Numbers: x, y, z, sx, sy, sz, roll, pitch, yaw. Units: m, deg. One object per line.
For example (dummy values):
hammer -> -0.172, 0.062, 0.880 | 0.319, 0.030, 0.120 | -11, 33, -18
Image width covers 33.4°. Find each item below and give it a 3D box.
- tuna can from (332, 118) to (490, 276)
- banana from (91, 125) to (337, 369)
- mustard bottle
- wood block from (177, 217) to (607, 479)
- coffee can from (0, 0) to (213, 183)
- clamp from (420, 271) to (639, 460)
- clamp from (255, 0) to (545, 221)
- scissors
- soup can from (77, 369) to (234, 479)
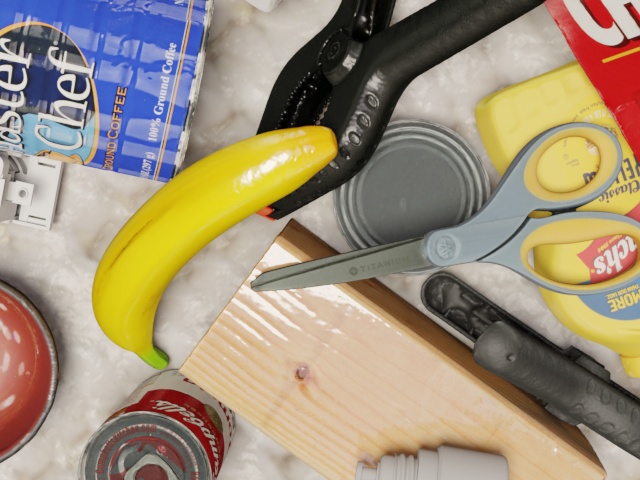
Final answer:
tuna can -> 0.050, -0.025, 0.593 | 0.086, 0.033, 0.086 | 0, 96, 3
banana -> -0.070, 0.001, 0.556 | 0.198, 0.069, 0.037 | -48, 49, 36
mustard bottle -> 0.159, -0.002, 0.577 | 0.096, 0.058, 0.191 | -22, 95, -9
wood block -> 0.038, 0.087, 0.578 | 0.206, 0.090, 0.091 | 36, 98, -1
coffee can -> -0.134, -0.091, 0.549 | 0.140, 0.103, 0.103 | 11, 97, -10
clamp -> 0.128, 0.072, 0.579 | 0.171, 0.120, 0.039 | 34, 101, -22
clamp -> 0.020, -0.101, 0.561 | 0.036, 0.164, 0.210 | 23, 121, -34
scissors -> 0.069, -0.016, 0.529 | 0.201, 0.016, 0.096 | 4, 91, -6
soup can -> -0.085, 0.113, 0.581 | 0.068, 0.102, 0.068 | 0, 96, 3
